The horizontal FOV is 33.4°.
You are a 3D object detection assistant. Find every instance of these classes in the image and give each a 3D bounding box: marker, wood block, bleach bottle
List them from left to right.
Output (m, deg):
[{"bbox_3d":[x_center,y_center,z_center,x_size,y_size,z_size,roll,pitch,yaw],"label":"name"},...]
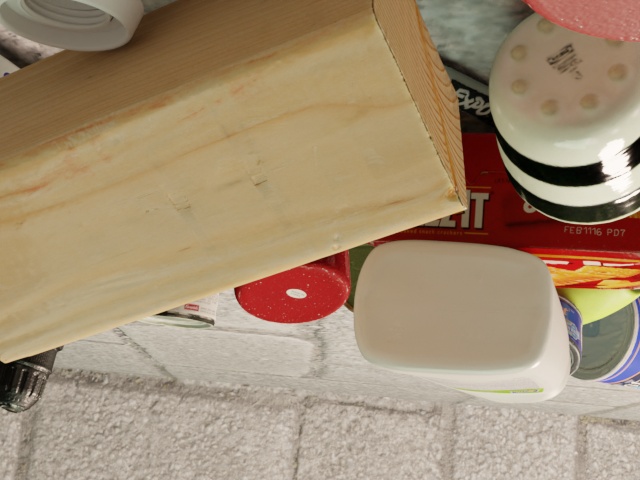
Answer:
[{"bbox_3d":[-0.055,-0.036,0.430,0.206,0.090,0.090,-19,123,17],"label":"wood block"},{"bbox_3d":[0.074,-0.078,0.557,0.120,0.020,0.020,17,163,-41],"label":"marker"},{"bbox_3d":[0.096,0.062,0.635,0.103,0.068,0.250,3,167,15],"label":"bleach bottle"}]

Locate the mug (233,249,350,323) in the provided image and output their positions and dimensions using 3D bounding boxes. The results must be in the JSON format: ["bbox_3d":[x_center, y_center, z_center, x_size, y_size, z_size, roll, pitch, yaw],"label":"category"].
[{"bbox_3d":[-0.023,0.013,0.768,0.093,0.081,0.117,3,145,-10],"label":"mug"}]
